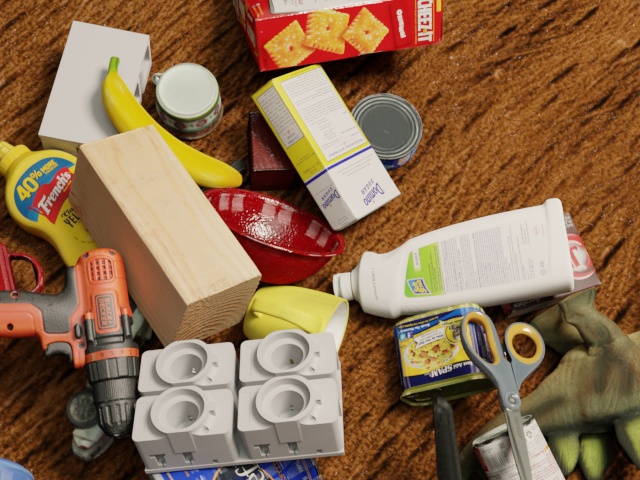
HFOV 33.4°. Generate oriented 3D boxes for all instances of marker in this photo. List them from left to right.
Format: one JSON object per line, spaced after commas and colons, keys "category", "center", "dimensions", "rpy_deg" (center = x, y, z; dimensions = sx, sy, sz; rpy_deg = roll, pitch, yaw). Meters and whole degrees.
{"category": "marker", "center": [-0.131, -0.053, 1.196], "dimensions": [0.121, 0.020, 0.020], "rpy_deg": [-39, 76, -18]}

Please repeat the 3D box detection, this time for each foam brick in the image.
{"category": "foam brick", "center": [-0.055, -0.102, 1.206], "dimensions": [0.051, 0.053, 0.078], "rpy_deg": [-2, 67, -7]}

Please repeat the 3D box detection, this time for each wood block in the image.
{"category": "wood block", "center": [-0.159, -0.004, 1.070], "dimensions": [0.090, 0.091, 0.206], "rpy_deg": [-22, 64, -34]}

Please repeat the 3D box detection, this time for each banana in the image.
{"category": "banana", "center": [-0.171, -0.114, 1.156], "dimensions": [0.197, 0.037, 0.069], "rpy_deg": [45, 62, -9]}

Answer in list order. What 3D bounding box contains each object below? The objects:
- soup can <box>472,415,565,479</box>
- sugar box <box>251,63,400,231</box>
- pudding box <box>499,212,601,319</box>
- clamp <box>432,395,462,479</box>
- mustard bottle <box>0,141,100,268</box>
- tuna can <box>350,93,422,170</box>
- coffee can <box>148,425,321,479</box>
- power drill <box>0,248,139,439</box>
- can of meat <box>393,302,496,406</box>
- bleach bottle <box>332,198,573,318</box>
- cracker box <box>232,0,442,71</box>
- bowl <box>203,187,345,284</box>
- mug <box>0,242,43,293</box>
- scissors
{"category": "soup can", "center": [0.198, 0.229, 1.033], "dimensions": [0.068, 0.068, 0.102], "rpy_deg": [-24, 83, -15]}
{"category": "sugar box", "center": [0.007, -0.103, 1.174], "dimensions": [0.093, 0.048, 0.176], "rpy_deg": [-30, 90, -48]}
{"category": "pudding box", "center": [0.242, 0.029, 1.187], "dimensions": [0.113, 0.039, 0.090], "rpy_deg": [-17, 71, -11]}
{"category": "clamp", "center": [0.110, 0.275, 1.053], "dimensions": [0.165, 0.036, 0.210], "rpy_deg": [-34, 93, 19]}
{"category": "mustard bottle", "center": [-0.282, -0.042, 1.156], "dimensions": [0.192, 0.058, 0.096], "rpy_deg": [40, 74, 11]}
{"category": "tuna can", "center": [0.073, -0.125, 1.238], "dimensions": [0.086, 0.034, 0.086], "rpy_deg": [2, 68, -5]}
{"category": "coffee can", "center": [-0.085, 0.228, 1.039], "dimensions": [0.140, 0.103, 0.103], "rpy_deg": [-29, 73, -16]}
{"category": "power drill", "center": [-0.268, 0.106, 1.010], "dimensions": [0.187, 0.057, 0.184], "rpy_deg": [-6, 75, -13]}
{"category": "can of meat", "center": [0.129, 0.119, 1.115], "dimensions": [0.102, 0.057, 0.084], "rpy_deg": [-17, 64, 22]}
{"category": "bleach bottle", "center": [0.137, 0.025, 1.141], "dimensions": [0.251, 0.068, 0.102], "rpy_deg": [-9, 73, 11]}
{"category": "cracker box", "center": [0.015, -0.269, 1.235], "dimensions": [0.213, 0.072, 0.164], "rpy_deg": [-10, 34, -10]}
{"category": "bowl", "center": [-0.057, 0.001, 1.133], "dimensions": [0.162, 0.162, 0.055], "rpy_deg": [22, 108, 3]}
{"category": "mug", "center": [-0.344, 0.046, 1.097], "dimensions": [0.117, 0.093, 0.081], "rpy_deg": [-16, 65, -6]}
{"category": "scissors", "center": [0.196, 0.148, 1.028], "dimensions": [0.096, 0.016, 0.202], "rpy_deg": [-5, 50, -22]}
